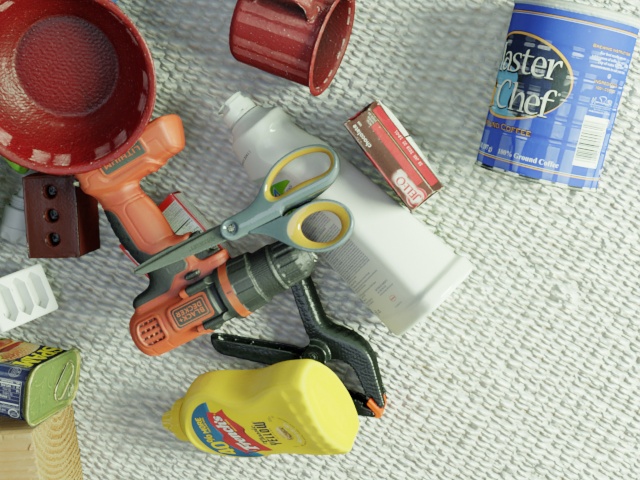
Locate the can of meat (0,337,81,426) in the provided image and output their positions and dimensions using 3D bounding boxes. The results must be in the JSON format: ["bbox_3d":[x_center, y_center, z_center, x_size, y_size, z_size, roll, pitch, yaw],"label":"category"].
[{"bbox_3d":[-0.285,0.129,0.998,0.084,0.102,0.057,9,100,12],"label":"can of meat"}]

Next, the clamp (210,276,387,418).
[{"bbox_3d":[-0.003,0.090,0.966,0.171,0.039,0.120,31,110,2],"label":"clamp"}]

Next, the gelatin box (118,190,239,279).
[{"bbox_3d":[-0.129,0.011,0.985,0.073,0.030,0.089,-44,87,13],"label":"gelatin box"}]

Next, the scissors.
[{"bbox_3d":[-0.056,0.001,0.885,0.202,0.016,0.096,-39,80,12],"label":"scissors"}]

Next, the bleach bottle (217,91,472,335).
[{"bbox_3d":[0.010,-0.034,0.917,0.251,0.103,0.068,46,61,3],"label":"bleach bottle"}]

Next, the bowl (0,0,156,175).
[{"bbox_3d":[-0.216,-0.139,0.891,0.162,0.055,0.162,-1,113,-3],"label":"bowl"}]

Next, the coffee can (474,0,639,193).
[{"bbox_3d":[0.191,-0.119,0.863,0.103,0.102,0.140,14,101,9],"label":"coffee can"}]

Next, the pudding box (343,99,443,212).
[{"bbox_3d":[0.063,-0.070,0.890,0.039,0.113,0.090,-37,90,9],"label":"pudding box"}]

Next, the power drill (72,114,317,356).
[{"bbox_3d":[-0.116,-0.012,0.934,0.184,0.057,0.187,-28,89,12],"label":"power drill"}]

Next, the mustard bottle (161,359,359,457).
[{"bbox_3d":[-0.067,0.156,0.961,0.192,0.058,0.096,-10,130,34],"label":"mustard bottle"}]

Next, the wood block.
[{"bbox_3d":[-0.345,0.216,1.029,0.206,0.090,0.091,-5,98,12],"label":"wood block"}]

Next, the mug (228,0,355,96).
[{"bbox_3d":[-0.027,-0.183,0.895,0.081,0.117,0.093,22,78,13],"label":"mug"}]

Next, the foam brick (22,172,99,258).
[{"bbox_3d":[-0.240,-0.026,0.991,0.053,0.051,0.078,-1,98,11],"label":"foam brick"}]
